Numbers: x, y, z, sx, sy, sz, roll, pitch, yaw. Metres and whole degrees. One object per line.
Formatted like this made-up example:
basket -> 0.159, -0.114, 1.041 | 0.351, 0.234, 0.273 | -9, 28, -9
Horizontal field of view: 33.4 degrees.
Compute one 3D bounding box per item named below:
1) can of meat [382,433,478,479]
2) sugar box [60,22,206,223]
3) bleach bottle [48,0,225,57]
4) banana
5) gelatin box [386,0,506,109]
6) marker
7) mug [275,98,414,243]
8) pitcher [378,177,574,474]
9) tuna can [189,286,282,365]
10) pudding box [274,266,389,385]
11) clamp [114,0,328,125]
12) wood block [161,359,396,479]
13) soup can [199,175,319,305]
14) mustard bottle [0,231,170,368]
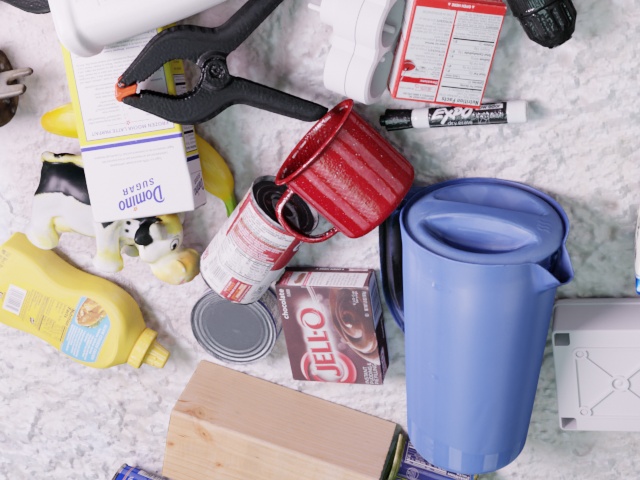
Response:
can of meat -> 0.102, 0.250, 1.052 | 0.084, 0.057, 0.102 | 18, 123, 3
sugar box -> -0.157, -0.108, 0.896 | 0.093, 0.048, 0.176 | -6, 101, 12
bleach bottle -> -0.083, -0.220, 0.808 | 0.251, 0.068, 0.102 | -14, 88, 10
banana -> -0.155, -0.084, 0.947 | 0.198, 0.037, 0.070 | 27, 121, 1
gelatin box -> 0.096, -0.149, 0.826 | 0.073, 0.030, 0.089 | 5, 123, -10
marker -> 0.107, -0.101, 0.868 | 0.121, 0.020, 0.020 | -2, 118, 18
mug -> 0.015, -0.047, 0.881 | 0.081, 0.093, 0.117 | 41, 95, -14
pitcher -> 0.124, 0.073, 0.911 | 0.145, 0.149, 0.243 | -1, 123, 0
tuna can -> -0.079, 0.075, 1.018 | 0.086, 0.033, 0.086 | 8, 121, 13
pudding box -> 0.012, 0.080, 0.990 | 0.090, 0.039, 0.113 | 0, 119, 17
clamp -> -0.080, -0.148, 0.850 | 0.171, 0.039, 0.120 | -7, 99, -12
wood block -> -0.041, 0.206, 1.049 | 0.206, 0.090, 0.090 | 17, 123, 7
soup can -> -0.056, 0.001, 0.948 | 0.068, 0.068, 0.102 | 35, 123, -5
mustard bottle -> -0.236, 0.074, 1.050 | 0.191, 0.058, 0.096 | 28, 122, 0
